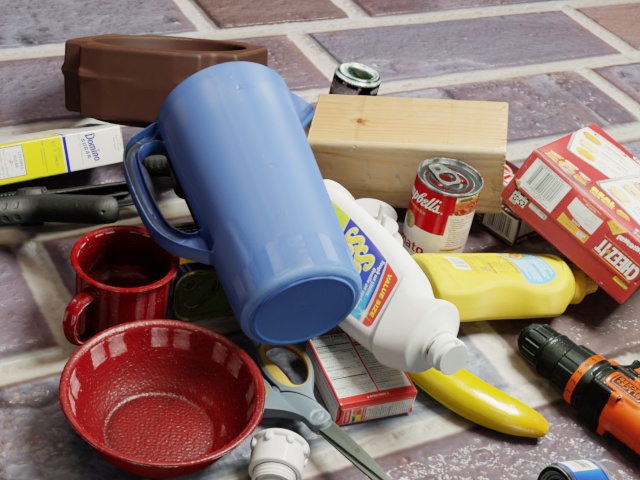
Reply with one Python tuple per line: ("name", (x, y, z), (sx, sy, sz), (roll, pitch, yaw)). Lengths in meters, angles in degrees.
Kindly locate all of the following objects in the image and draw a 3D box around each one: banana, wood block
("banana", (0.115, 0.116, 0.959), (0.069, 0.037, 0.198), (-19, 46, -35))
("wood block", (0.096, -0.095, 1.156), (0.206, 0.090, 0.090), (4, 43, 9))

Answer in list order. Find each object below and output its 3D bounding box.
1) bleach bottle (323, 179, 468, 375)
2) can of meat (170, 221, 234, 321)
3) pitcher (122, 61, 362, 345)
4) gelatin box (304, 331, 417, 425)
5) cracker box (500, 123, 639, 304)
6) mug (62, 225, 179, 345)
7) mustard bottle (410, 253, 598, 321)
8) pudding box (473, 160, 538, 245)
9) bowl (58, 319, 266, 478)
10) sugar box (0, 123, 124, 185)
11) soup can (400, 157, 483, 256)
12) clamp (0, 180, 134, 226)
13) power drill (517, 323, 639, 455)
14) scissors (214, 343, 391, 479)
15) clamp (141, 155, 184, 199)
("bleach bottle", (0.050, 0.038, 0.950), (0.102, 0.068, 0.251), (-48, 40, -2))
("can of meat", (-0.103, 0.024, 1.009), (0.102, 0.057, 0.084), (-8, 39, -24))
("pitcher", (-0.063, -0.029, 0.937), (0.144, 0.149, 0.243), (27, 31, -48))
("gelatin box", (0.033, 0.118, 0.941), (0.073, 0.030, 0.089), (-7, 39, -21))
("cracker box", (0.300, -0.035, 1.121), (0.164, 0.072, 0.213), (43, 30, 14))
("mug", (-0.180, 0.051, 0.930), (0.093, 0.081, 0.117), (26, 38, 19))
("mustard bottle", (0.187, 0.044, 1.055), (0.191, 0.058, 0.096), (-1, 19, -17))
("pudding box", (0.209, -0.047, 1.203), (0.089, 0.039, 0.114), (-19, 45, -35))
("bowl", (-0.127, 0.135, 0.852), (0.162, 0.055, 0.162), (7, 36, -6))
("sugar box", (-0.298, -0.085, 1.088), (0.175, 0.048, 0.093), (-12, 13, -31))
("soup can", (0.122, -0.025, 1.096), (0.068, 0.102, 0.068), (7, 36, -6))
("clamp", (-0.268, -0.035, 1.030), (0.210, 0.036, 0.164), (-3, 8, 10))
("power drill", (0.301, 0.117, 0.995), (0.187, 0.057, 0.185), (-21, 46, -34))
("scissors", (-0.022, 0.150, 0.873), (0.096, 0.016, 0.202), (-18, 39, -14))
("clamp", (-0.144, -0.083, 1.117), (0.172, 0.039, 0.120), (7, 28, 42))
